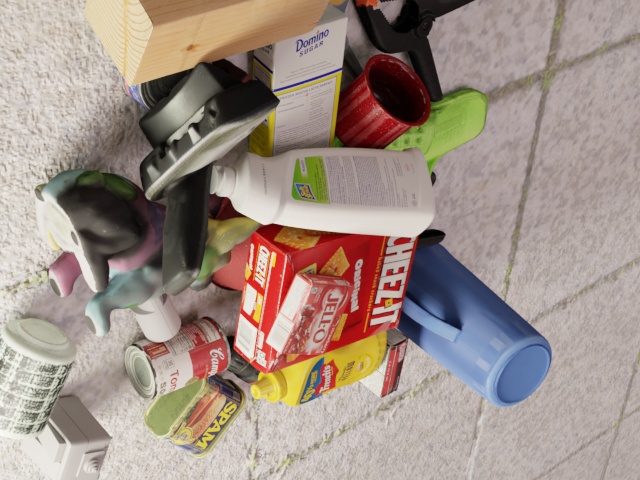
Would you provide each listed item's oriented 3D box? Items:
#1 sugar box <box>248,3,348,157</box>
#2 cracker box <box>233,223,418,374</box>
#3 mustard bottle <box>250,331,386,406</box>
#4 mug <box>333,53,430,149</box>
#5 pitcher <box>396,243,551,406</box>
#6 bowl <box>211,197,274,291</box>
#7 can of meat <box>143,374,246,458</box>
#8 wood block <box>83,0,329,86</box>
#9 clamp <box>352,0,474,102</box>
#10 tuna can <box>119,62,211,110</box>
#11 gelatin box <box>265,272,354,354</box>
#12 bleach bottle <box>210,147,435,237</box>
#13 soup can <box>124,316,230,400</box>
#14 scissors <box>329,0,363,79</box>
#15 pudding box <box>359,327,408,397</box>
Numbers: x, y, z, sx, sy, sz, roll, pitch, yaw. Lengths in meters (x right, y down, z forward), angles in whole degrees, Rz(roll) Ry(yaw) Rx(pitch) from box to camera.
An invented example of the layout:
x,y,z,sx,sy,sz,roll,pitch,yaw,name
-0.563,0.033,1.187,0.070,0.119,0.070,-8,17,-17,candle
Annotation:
x,y,z,sx,sy,sz,roll,pitch,yaw,name
-0.026,-0.160,1.134,0.093,0.048,0.176,-22,136,-30,sugar box
0.011,0.048,1.234,0.213,0.072,0.164,-15,128,-38,cracker box
-0.006,0.156,1.316,0.191,0.058,0.096,-17,140,-38,mustard bottle
0.070,-0.151,1.204,0.117,0.093,0.082,-26,172,-46,mug
0.183,0.111,1.417,0.149,0.243,0.145,-27,130,-19,pitcher
-0.058,0.002,1.233,0.161,0.055,0.162,-27,137,-30,bowl
-0.153,0.205,1.297,0.102,0.058,0.083,-52,140,-1,can of meat
-0.094,-0.224,0.963,0.205,0.090,0.091,-24,164,-33,wood block
0.109,-0.243,1.226,0.209,0.036,0.165,0,118,-44,clamp
-0.147,-0.164,1.025,0.086,0.034,0.086,-27,136,-30,tuna can
-0.010,0.080,1.151,0.073,0.030,0.089,8,112,-49,gelatin box
-0.001,-0.060,1.143,0.250,0.102,0.068,5,150,-28,bleach bottle
-0.163,0.134,1.219,0.102,0.069,0.068,-19,131,-35,soup can
0.028,-0.236,1.163,0.096,0.016,0.201,-55,143,7,scissors
0.061,0.141,1.421,0.039,0.114,0.090,-21,134,-39,pudding box
